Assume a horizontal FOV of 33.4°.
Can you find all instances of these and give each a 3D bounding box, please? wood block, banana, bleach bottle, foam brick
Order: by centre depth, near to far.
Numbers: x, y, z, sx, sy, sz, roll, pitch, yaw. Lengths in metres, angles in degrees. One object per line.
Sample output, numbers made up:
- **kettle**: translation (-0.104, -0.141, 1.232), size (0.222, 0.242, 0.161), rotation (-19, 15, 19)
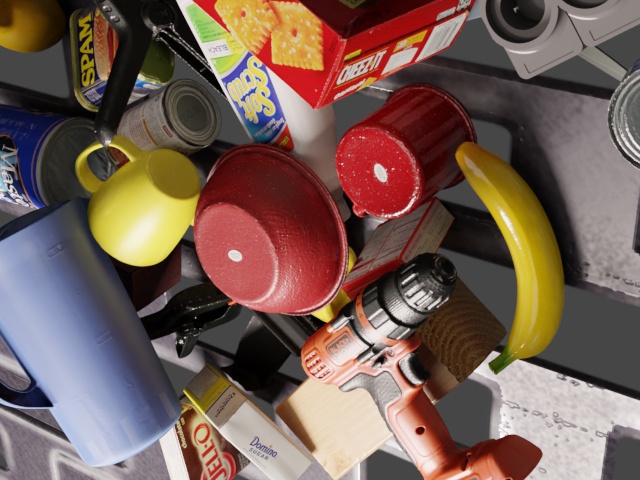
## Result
- **banana**: translation (0.155, 0.013, 0.842), size (0.037, 0.069, 0.198), rotation (-121, 19, -73)
- **bleach bottle**: translation (-0.032, -0.124, 0.900), size (0.103, 0.068, 0.251), rotation (-4, 119, 48)
- **wood block**: translation (0.059, 0.119, 0.958), size (0.091, 0.090, 0.206), rotation (47, 135, 6)
- **foam brick**: translation (-0.189, 0.030, 1.111), size (0.051, 0.078, 0.053), rotation (22, 127, 25)

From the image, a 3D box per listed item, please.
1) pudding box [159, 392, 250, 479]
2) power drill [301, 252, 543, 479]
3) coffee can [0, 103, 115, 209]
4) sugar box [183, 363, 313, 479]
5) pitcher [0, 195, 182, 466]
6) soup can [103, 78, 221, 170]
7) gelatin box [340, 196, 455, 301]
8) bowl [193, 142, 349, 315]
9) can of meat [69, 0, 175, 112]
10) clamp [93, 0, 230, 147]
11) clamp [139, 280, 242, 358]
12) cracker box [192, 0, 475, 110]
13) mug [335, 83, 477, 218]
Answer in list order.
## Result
- **pudding box**: translation (-0.129, 0.218, 1.164), size (0.039, 0.089, 0.113), rotation (2, 115, 39)
- **power drill**: translation (0.086, 0.114, 0.831), size (0.188, 0.057, 0.185), rotation (53, 138, 5)
- **coffee can**: translation (-0.300, -0.086, 1.114), size (0.141, 0.102, 0.103), rotation (13, 122, 33)
- **sugar box**: translation (-0.076, 0.181, 1.054), size (0.093, 0.048, 0.176), rotation (45, 173, -15)
- **pitcher**: translation (-0.240, 0.093, 1.008), size (0.149, 0.145, 0.243), rotation (-25, 100, 10)
- **soup can**: translation (-0.150, -0.105, 1.009), size (0.102, 0.068, 0.068), rotation (-21, 101, 43)
- **gelatin box**: translation (0.065, 0.011, 0.889), size (0.030, 0.089, 0.073), rotation (47, 137, -15)
- **bowl**: translation (-0.056, 0.001, 0.915), size (0.162, 0.055, 0.162), rotation (19, 123, 32)
- **can of meat**: translation (-0.181, -0.177, 0.980), size (0.084, 0.057, 0.102), rotation (-17, 73, 40)
- **clamp**: translation (-0.151, -0.182, 0.919), size (0.036, 0.164, 0.210), rotation (-23, 90, 54)
- **clamp**: translation (-0.146, 0.081, 1.090), size (0.172, 0.120, 0.039), rotation (-40, 63, 41)
- **cracker box**: translation (-0.015, -0.204, 0.761), size (0.214, 0.163, 0.072), rotation (44, 137, 17)
- **mug**: translation (0.060, -0.061, 0.857), size (0.093, 0.081, 0.117), rotation (45, 134, 8)
